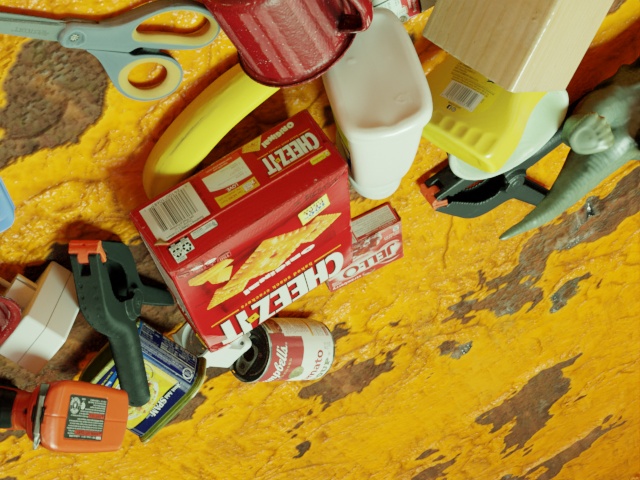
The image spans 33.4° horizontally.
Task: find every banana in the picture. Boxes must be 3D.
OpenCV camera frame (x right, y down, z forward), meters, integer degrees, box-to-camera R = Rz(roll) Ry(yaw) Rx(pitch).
[{"bbox_3d":[-0.085,-0.088,0.832,0.198,0.037,0.069,-46,164,28],"label":"banana"}]

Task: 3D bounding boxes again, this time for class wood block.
[{"bbox_3d":[0.168,-0.216,0.752,0.090,0.090,0.206,-11,133,-50],"label":"wood block"}]

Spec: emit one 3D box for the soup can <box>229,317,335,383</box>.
[{"bbox_3d":[-0.042,0.117,1.140,0.102,0.068,0.069,6,134,-47],"label":"soup can"}]

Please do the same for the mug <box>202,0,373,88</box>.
[{"bbox_3d":[-0.021,-0.160,0.707,0.093,0.117,0.081,-66,149,-17],"label":"mug"}]

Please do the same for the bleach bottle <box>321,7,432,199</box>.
[{"bbox_3d":[0.043,-0.084,0.850,0.068,0.102,0.251,-17,164,-1],"label":"bleach bottle"}]

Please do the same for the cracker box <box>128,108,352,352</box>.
[{"bbox_3d":[-0.056,0.001,0.908,0.164,0.072,0.214,-32,159,-10],"label":"cracker box"}]

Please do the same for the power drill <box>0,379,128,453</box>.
[{"bbox_3d":[-0.261,0.144,0.907,0.188,0.057,0.184,1,171,24],"label":"power drill"}]

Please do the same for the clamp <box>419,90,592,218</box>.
[{"bbox_3d":[0.198,-0.078,1.092,0.209,0.036,0.165,-12,140,-30],"label":"clamp"}]

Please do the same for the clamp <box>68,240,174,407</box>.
[{"bbox_3d":[-0.172,0.064,0.914,0.039,0.120,0.171,-9,149,14],"label":"clamp"}]

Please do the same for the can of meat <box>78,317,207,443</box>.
[{"bbox_3d":[-0.174,0.133,1.025,0.084,0.057,0.102,36,114,-20],"label":"can of meat"}]

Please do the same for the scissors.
[{"bbox_3d":[-0.163,-0.126,0.722,0.201,0.016,0.096,-12,145,-29],"label":"scissors"}]

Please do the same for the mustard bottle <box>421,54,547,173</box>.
[{"bbox_3d":[0.158,-0.154,0.871,0.191,0.096,0.058,-54,147,-3],"label":"mustard bottle"}]

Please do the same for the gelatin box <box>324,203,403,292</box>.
[{"bbox_3d":[0.041,0.008,1.087,0.089,0.030,0.073,-25,150,-9],"label":"gelatin box"}]
